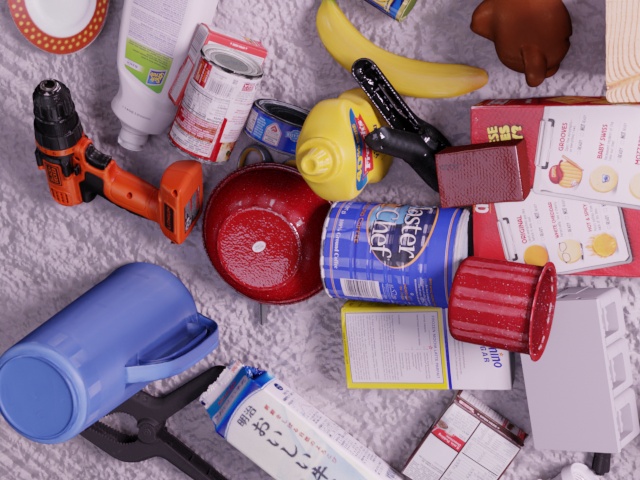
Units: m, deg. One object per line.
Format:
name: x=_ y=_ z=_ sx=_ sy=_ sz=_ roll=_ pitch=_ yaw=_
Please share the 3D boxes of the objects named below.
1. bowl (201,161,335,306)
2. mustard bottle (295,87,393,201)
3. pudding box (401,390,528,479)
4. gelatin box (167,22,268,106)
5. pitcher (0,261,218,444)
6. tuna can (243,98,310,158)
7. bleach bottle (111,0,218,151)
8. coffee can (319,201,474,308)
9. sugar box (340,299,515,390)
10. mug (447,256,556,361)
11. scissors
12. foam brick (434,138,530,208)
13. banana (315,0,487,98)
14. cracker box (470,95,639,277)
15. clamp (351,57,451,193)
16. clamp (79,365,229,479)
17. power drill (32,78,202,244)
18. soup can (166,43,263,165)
bowl: x=-0.057 y=0.001 z=1.126 sx=0.162 sy=0.055 sz=0.162 roll=4 pitch=108 yaw=13
mustard bottle: x=0.020 y=-0.089 z=1.018 sx=0.058 sy=0.191 sz=0.096 roll=0 pitch=104 yaw=19
pudding box: x=0.153 y=0.228 z=1.137 sx=0.090 sy=0.039 sz=0.114 roll=34 pitch=114 yaw=8
gelatin box: x=-0.107 y=-0.173 z=1.108 sx=0.089 sy=0.073 sz=0.030 roll=-61 pitch=39 yaw=23
pitcher: x=-0.227 y=0.119 z=1.134 sx=0.149 sy=0.242 sz=0.145 roll=-41 pitch=90 yaw=25
tuna can: x=-0.033 y=-0.114 z=1.089 sx=0.086 sy=0.086 sz=0.034 roll=25 pitch=109 yaw=12
bleach bottle: x=-0.173 y=-0.215 z=1.127 sx=0.103 sy=0.068 sz=0.251 roll=28 pitch=114 yaw=14
coffee can: x=0.082 y=0.014 z=1.071 sx=0.140 sy=0.102 sz=0.103 roll=4 pitch=105 yaw=19
sugar box: x=0.112 y=0.107 z=1.117 sx=0.176 sy=0.048 sz=0.093 roll=-2 pitch=103 yaw=17
mug: x=0.171 y=0.065 z=0.999 sx=0.082 sy=0.117 sz=0.093 roll=9 pitch=64 yaw=24
scissors: x=-0.042 y=-0.007 z=1.158 sx=0.096 sy=0.016 sz=0.202 roll=-6 pitch=102 yaw=21
foam brick: x=0.150 y=-0.062 z=0.980 sx=0.078 sy=0.051 sz=0.053 roll=-4 pitch=101 yaw=22
banana: x=0.068 y=-0.184 z=1.060 sx=0.198 sy=0.037 sz=0.070 roll=32 pitch=114 yaw=9
cracker box: x=0.255 y=-0.053 z=1.009 sx=0.214 sy=0.072 sz=0.164 roll=2 pitch=104 yaw=20
clamp: x=0.089 y=-0.104 z=1.037 sx=0.039 sy=0.171 sz=0.120 roll=-27 pitch=52 yaw=27
clamp: x=-0.193 y=0.211 z=1.258 sx=0.210 sy=0.036 sz=0.164 roll=9 pitch=105 yaw=13
power drill: x=-0.219 y=-0.081 z=1.143 sx=0.188 sy=0.057 sz=0.184 roll=23 pitch=148 yaw=12
soup can: x=-0.105 y=-0.136 z=1.068 sx=0.068 sy=0.068 sz=0.102 roll=30 pitch=116 yaw=10
